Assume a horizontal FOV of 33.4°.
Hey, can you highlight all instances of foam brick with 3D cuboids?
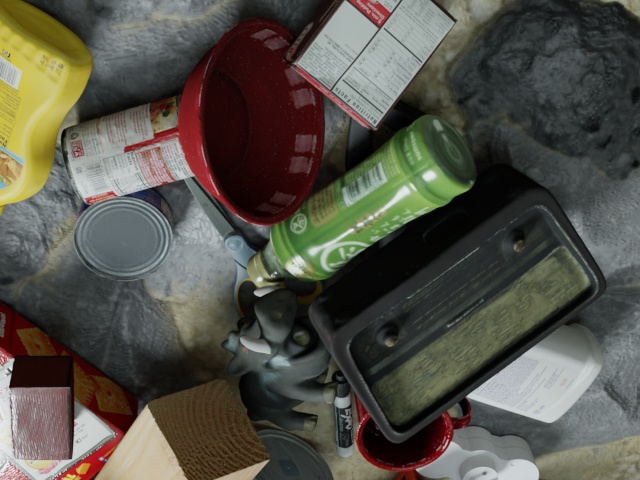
[{"bbox_3d":[-0.242,0.145,0.931,0.051,0.053,0.078,0,116,-10],"label":"foam brick"}]

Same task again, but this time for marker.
[{"bbox_3d":[0.023,0.171,1.059,0.020,0.020,0.121,-6,132,-2],"label":"marker"}]

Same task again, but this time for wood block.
[{"bbox_3d":[-0.144,0.229,1.000,0.090,0.090,0.206,-13,151,-42],"label":"wood block"}]

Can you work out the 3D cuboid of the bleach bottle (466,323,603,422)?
[{"bbox_3d":[0.134,0.094,0.993,0.250,0.068,0.103,20,120,-23],"label":"bleach bottle"}]

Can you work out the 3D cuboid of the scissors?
[{"bbox_3d":[-0.056,0.001,0.961,0.096,0.016,0.202,-14,122,1],"label":"scissors"}]

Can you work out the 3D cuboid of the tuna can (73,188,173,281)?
[{"bbox_3d":[-0.171,-0.009,0.933,0.086,0.034,0.086,-2,122,-4],"label":"tuna can"}]

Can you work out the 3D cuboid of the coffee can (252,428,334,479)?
[{"bbox_3d":[-0.063,0.276,1.079,0.102,0.103,0.140,22,117,-18],"label":"coffee can"}]

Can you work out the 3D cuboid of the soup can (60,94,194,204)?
[{"bbox_3d":[-0.152,-0.074,0.875,0.102,0.068,0.068,-15,122,4],"label":"soup can"}]

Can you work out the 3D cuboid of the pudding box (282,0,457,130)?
[{"bbox_3d":[0.039,-0.158,0.840,0.090,0.039,0.113,37,93,-24],"label":"pudding box"}]

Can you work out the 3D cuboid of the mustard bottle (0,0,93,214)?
[{"bbox_3d":[-0.252,-0.088,0.851,0.096,0.058,0.192,36,118,14],"label":"mustard bottle"}]

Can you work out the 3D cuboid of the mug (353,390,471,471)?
[{"bbox_3d":[0.088,0.161,1.034,0.117,0.081,0.093,-2,122,-4],"label":"mug"}]

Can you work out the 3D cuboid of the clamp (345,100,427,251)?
[{"bbox_3d":[0.075,-0.040,0.936,0.165,0.036,0.210,-31,117,20],"label":"clamp"}]

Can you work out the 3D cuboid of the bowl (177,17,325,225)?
[{"bbox_3d":[-0.062,-0.093,0.846,0.055,0.162,0.162,3,129,35],"label":"bowl"}]

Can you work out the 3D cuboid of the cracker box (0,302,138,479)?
[{"bbox_3d":[-0.304,0.158,1.002,0.164,0.072,0.213,-41,115,16],"label":"cracker box"}]
